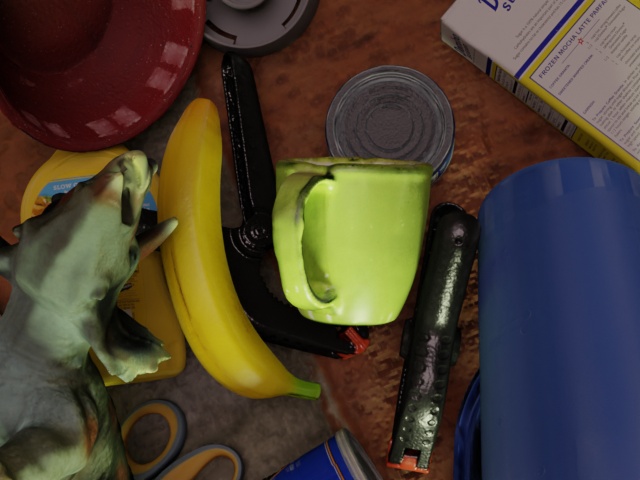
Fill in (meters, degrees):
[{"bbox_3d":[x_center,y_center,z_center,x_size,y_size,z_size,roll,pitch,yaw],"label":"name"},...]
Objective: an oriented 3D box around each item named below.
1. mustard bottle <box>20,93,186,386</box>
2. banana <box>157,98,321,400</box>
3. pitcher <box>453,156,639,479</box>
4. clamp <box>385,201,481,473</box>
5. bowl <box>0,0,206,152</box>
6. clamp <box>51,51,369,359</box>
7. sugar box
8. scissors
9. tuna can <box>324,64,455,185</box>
[{"bbox_3d":[-0.145,-0.002,0.696,0.096,0.058,0.191,-6,81,-9],"label":"mustard bottle"},{"bbox_3d":[-0.063,0.014,0.637,0.037,0.069,0.198,-18,92,45],"label":"banana"},{"bbox_3d":[0.141,0.082,0.596,0.149,0.145,0.243,-5,55,9],"label":"pitcher"},{"bbox_3d":[0.069,0.054,0.660,0.039,0.120,0.171,14,104,8],"label":"clamp"},{"bbox_3d":[-0.149,-0.139,0.655,0.055,0.162,0.162,27,84,39],"label":"bowl"},{"bbox_3d":[-0.054,0.001,0.678,0.164,0.036,0.210,-37,91,-23],"label":"clamp"},{"bbox_3d":[0.173,-0.118,0.690,0.176,0.048,0.093,41,88,13],"label":"sugar box"},{"bbox_3d":[-0.146,0.176,0.681,0.201,0.016,0.096,-29,74,-8],"label":"scissors"},{"bbox_3d":[0.046,-0.071,0.701,0.086,0.033,0.086,-1,82,5],"label":"tuna can"}]
